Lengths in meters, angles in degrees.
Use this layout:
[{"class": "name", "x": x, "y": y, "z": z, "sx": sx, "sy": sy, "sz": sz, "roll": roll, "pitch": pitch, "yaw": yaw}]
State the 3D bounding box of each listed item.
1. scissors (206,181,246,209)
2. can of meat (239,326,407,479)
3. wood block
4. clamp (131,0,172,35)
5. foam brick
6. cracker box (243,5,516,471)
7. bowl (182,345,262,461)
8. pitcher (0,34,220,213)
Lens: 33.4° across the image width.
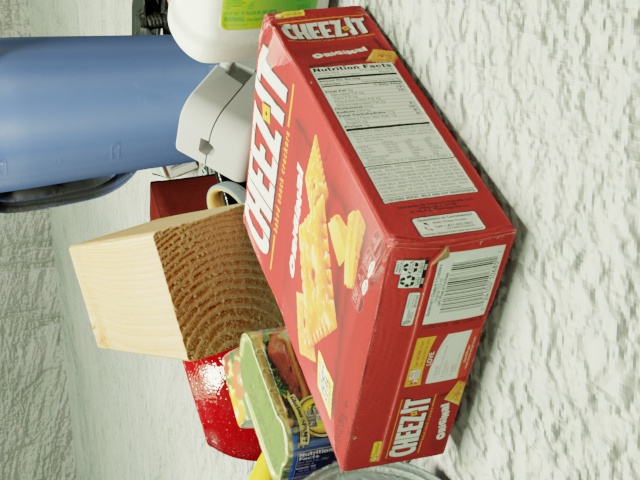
[{"class": "scissors", "x": -0.028, "y": 0.026, "z": 0.771, "sx": 0.202, "sy": 0.016, "sz": 0.096, "roll": 42, "pitch": 139, "yaw": 41}, {"class": "can of meat", "x": 0.001, "y": 0.097, "z": 0.666, "sx": 0.057, "sy": 0.083, "sz": 0.102, "roll": 101, "pitch": 154, "yaw": -43}, {"class": "wood block", "x": -0.108, "y": 0.030, "z": 0.801, "sx": 0.206, "sy": 0.090, "sz": 0.091, "roll": -6, "pitch": 101, "yaw": 62}, {"class": "clamp", "x": -0.176, "y": -0.241, "z": 1.127, "sx": 0.210, "sy": 0.036, "sz": 0.164, "roll": 166, "pitch": 95, "yaw": -72}, {"class": "foam brick", "x": -0.111, "y": -0.023, "z": 0.960, "sx": 0.053, "sy": 0.078, "sz": 0.051, "roll": 100, "pitch": 155, "yaw": -46}, {"class": "cracker box", "x": 0.017, "y": -0.007, "z": 0.600, "sx": 0.214, "sy": 0.072, "sz": 0.164, "roll": -116, "pitch": 27, "yaw": -44}, {"class": "bowl", "x": -0.084, "y": 0.124, "z": 0.919, "sx": 0.162, "sy": 0.055, "sz": 0.162, "roll": 163, "pitch": 90, "yaw": -81}, {"class": "pitcher", "x": -0.194, "y": -0.106, "z": 0.913, "sx": 0.149, "sy": 0.242, "sz": 0.145, "roll": 177, "pitch": 86, "yaw": -71}]
